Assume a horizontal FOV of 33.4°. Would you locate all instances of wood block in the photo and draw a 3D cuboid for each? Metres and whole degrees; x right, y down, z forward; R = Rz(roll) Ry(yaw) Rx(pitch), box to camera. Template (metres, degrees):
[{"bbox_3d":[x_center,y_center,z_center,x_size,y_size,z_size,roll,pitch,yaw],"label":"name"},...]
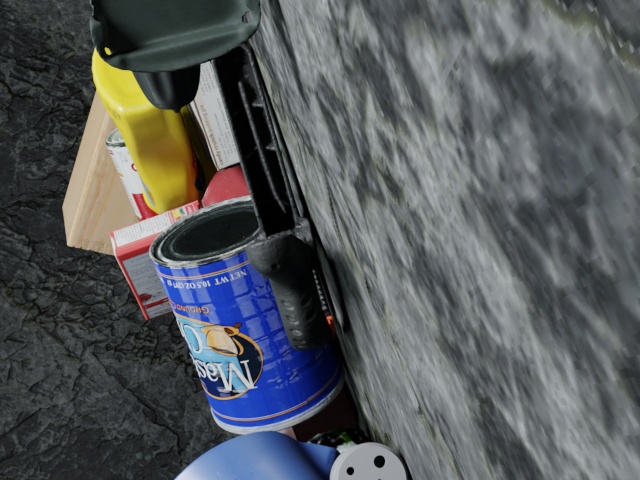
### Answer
[{"bbox_3d":[-0.191,-0.094,1.084,0.091,0.090,0.206,-118,45,-58],"label":"wood block"}]

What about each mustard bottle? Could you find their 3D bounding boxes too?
[{"bbox_3d":[-0.130,-0.076,0.869,0.191,0.058,0.096,78,171,-54],"label":"mustard bottle"}]

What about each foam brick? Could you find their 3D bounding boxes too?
[{"bbox_3d":[-0.009,0.118,0.853,0.053,0.051,0.078,79,168,-61],"label":"foam brick"}]

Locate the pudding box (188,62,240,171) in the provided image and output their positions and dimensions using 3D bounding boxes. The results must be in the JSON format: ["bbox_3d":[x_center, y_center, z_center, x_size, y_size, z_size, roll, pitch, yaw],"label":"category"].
[{"bbox_3d":[-0.085,-0.118,0.808,0.090,0.039,0.113,-124,13,-65],"label":"pudding box"}]

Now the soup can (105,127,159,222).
[{"bbox_3d":[-0.146,-0.058,0.972,0.068,0.068,0.102,-124,13,-65],"label":"soup can"}]

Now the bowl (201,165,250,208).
[{"bbox_3d":[-0.056,0.001,0.868,0.162,0.055,0.162,160,90,-84],"label":"bowl"}]

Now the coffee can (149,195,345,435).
[{"bbox_3d":[-0.050,0.052,0.763,0.103,0.102,0.140,-125,15,-66],"label":"coffee can"}]

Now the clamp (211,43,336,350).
[{"bbox_3d":[-0.024,-0.006,0.643,0.210,0.036,0.164,72,-176,-57],"label":"clamp"}]

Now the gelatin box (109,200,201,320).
[{"bbox_3d":[-0.117,0.017,0.842,0.089,0.073,0.030,75,173,-49],"label":"gelatin box"}]
